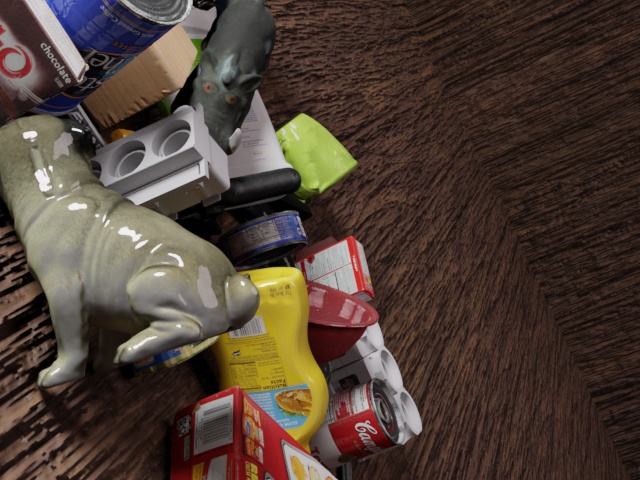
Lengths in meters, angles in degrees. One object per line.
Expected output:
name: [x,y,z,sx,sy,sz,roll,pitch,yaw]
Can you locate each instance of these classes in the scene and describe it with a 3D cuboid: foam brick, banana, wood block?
foam brick: [0.012,0.040,1.277,0.078,0.053,0.051,43,29,-53]
banana: [-0.152,-0.082,0.971,0.069,0.037,0.197,54,10,-11]
wood block: [-0.204,-0.213,0.922,0.206,0.091,0.090,57,20,-25]

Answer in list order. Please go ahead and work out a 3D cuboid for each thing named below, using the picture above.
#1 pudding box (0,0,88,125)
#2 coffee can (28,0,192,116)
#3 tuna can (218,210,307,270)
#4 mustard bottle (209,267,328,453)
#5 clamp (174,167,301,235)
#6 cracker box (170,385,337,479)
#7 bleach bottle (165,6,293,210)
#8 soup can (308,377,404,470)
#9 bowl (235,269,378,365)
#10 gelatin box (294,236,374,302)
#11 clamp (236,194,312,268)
pudding box: [-0.232,-0.143,0.749,0.113,0.090,0.039,57,19,-26]
coffee can: [-0.182,-0.172,0.813,0.102,0.141,0.103,32,42,-36]
tuna can: [-0.057,0.001,1.073,0.086,0.086,0.034,6,63,-70]
mustard bottle: [-0.044,0.122,0.923,0.058,0.096,0.191,-50,130,-70]
clamp: [-0.095,-0.040,0.975,0.039,0.120,0.171,63,21,12]
cracker box: [-0.037,0.243,0.845,0.213,0.072,0.164,51,23,-40]
bleach bottle: [-0.109,-0.158,1.095,0.068,0.102,0.251,124,-49,-64]
soup can: [0.021,0.182,1.036,0.068,0.102,0.068,54,21,-33]
bowl: [-0.028,0.078,1.020,0.162,0.162,0.055,-23,128,-72]
gelatin box: [0.011,0.047,1.203,0.030,0.089,0.073,39,32,-49]
clamp: [-0.071,-0.054,1.182,0.210,0.036,0.164,56,21,-22]
